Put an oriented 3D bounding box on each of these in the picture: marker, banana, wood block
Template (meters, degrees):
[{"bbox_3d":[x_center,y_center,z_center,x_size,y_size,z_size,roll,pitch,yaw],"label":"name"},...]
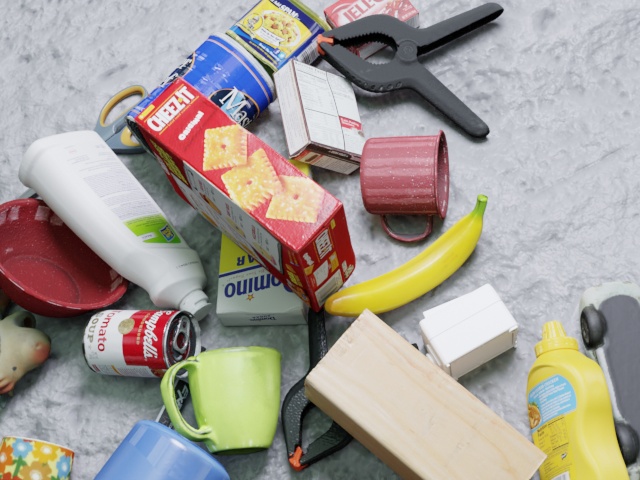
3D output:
[{"bbox_3d":[-0.147,0.162,1.088,0.020,0.020,0.121,19,70,17],"label":"marker"},{"bbox_3d":[0.093,0.028,1.082,0.197,0.069,0.037,-36,37,-8],"label":"banana"},{"bbox_3d":[0.091,0.169,0.982,0.206,0.091,0.090,39,76,11],"label":"wood block"}]

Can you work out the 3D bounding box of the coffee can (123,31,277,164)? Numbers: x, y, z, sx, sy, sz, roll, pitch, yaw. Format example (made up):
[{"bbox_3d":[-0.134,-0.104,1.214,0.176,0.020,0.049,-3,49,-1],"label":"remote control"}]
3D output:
[{"bbox_3d":[-0.132,-0.146,1.181,0.103,0.103,0.140,39,77,23],"label":"coffee can"}]

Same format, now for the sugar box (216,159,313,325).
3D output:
[{"bbox_3d":[-0.057,0.001,1.132,0.093,0.048,0.176,-3,64,8],"label":"sugar box"}]

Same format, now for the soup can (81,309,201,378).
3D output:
[{"bbox_3d":[-0.181,0.104,1.083,0.102,0.068,0.068,-1,65,25],"label":"soup can"}]

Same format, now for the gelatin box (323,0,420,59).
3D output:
[{"bbox_3d":[0.059,-0.260,1.240,0.089,0.030,0.073,-32,64,-6],"label":"gelatin box"}]

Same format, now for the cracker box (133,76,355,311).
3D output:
[{"bbox_3d":[-0.067,-0.043,1.038,0.214,0.164,0.072,40,77,20],"label":"cracker box"}]

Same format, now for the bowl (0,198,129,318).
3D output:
[{"bbox_3d":[-0.285,0.029,1.125,0.162,0.161,0.055,51,124,25],"label":"bowl"}]

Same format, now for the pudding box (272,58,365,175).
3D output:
[{"bbox_3d":[0.001,-0.134,1.160,0.039,0.089,0.113,-38,54,39],"label":"pudding box"}]

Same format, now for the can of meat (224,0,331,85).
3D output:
[{"bbox_3d":[-0.047,-0.233,1.233,0.084,0.057,0.102,-44,66,-10],"label":"can of meat"}]

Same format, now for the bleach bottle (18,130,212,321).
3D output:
[{"bbox_3d":[-0.208,-0.010,1.133,0.251,0.068,0.102,47,38,19],"label":"bleach bottle"}]

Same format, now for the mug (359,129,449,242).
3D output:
[{"bbox_3d":[0.089,-0.056,1.118,0.081,0.093,0.117,0,102,15],"label":"mug"}]

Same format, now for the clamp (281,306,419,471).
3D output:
[{"bbox_3d":[0.005,0.143,1.060,0.120,0.039,0.171,31,70,22],"label":"clamp"}]

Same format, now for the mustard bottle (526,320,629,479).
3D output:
[{"bbox_3d":[0.230,0.165,0.980,0.058,0.096,0.191,4,62,-19],"label":"mustard bottle"}]

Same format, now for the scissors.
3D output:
[{"bbox_3d":[-0.256,-0.095,1.228,0.096,0.016,0.201,32,75,21],"label":"scissors"}]

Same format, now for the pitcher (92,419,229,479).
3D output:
[{"bbox_3d":[-0.181,0.298,0.981,0.145,0.149,0.242,18,65,38],"label":"pitcher"}]

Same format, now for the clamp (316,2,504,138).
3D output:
[{"bbox_3d":[0.103,-0.212,1.188,0.210,0.036,0.164,15,71,4],"label":"clamp"}]
